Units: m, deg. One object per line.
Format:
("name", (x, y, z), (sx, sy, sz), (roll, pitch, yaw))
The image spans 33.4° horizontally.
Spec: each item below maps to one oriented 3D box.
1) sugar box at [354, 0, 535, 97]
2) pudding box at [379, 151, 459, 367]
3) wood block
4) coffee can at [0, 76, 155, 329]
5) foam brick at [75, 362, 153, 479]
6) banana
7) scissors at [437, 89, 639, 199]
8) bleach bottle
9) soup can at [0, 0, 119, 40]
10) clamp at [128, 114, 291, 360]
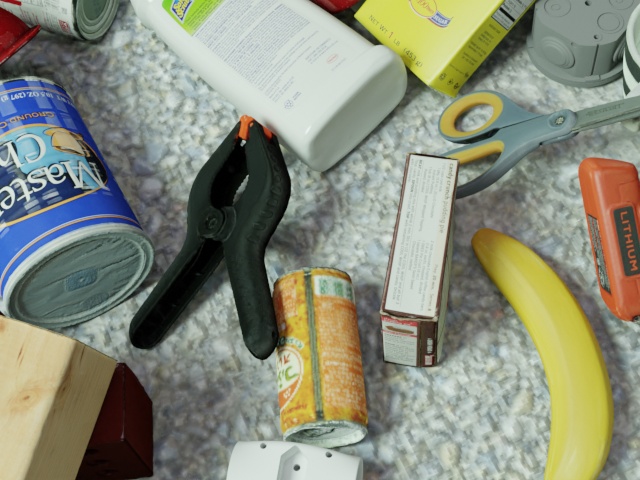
("sugar box", (0.114, -0.198, 0.754), (0.176, 0.048, 0.093), (-52, 59, 17))
("pudding box", (0.064, 0.014, 0.679), (0.039, 0.090, 0.113), (5, 65, 9))
("wood block", (-0.194, 0.143, 0.566), (0.090, 0.091, 0.206), (16, 78, 9))
("coffee can", (-0.187, -0.026, 0.721), (0.102, 0.103, 0.140), (-29, 64, -8))
("foam brick", (-0.137, 0.114, 0.661), (0.053, 0.078, 0.051), (-6, 62, 3))
("banana", (0.142, 0.076, 0.668), (0.069, 0.037, 0.198), (-7, 63, 3))
("scissors", (0.152, -0.087, 0.710), (0.202, 0.016, 0.096), (-26, 44, 26))
("bleach bottle", (-0.058, -0.162, 0.794), (0.102, 0.068, 0.251), (-44, 65, -7))
("soup can", (-0.216, -0.200, 0.830), (0.102, 0.068, 0.068), (18, 67, 15))
("clamp", (-0.055, 0.001, 0.697), (0.120, 0.039, 0.171), (12, 78, 34))
